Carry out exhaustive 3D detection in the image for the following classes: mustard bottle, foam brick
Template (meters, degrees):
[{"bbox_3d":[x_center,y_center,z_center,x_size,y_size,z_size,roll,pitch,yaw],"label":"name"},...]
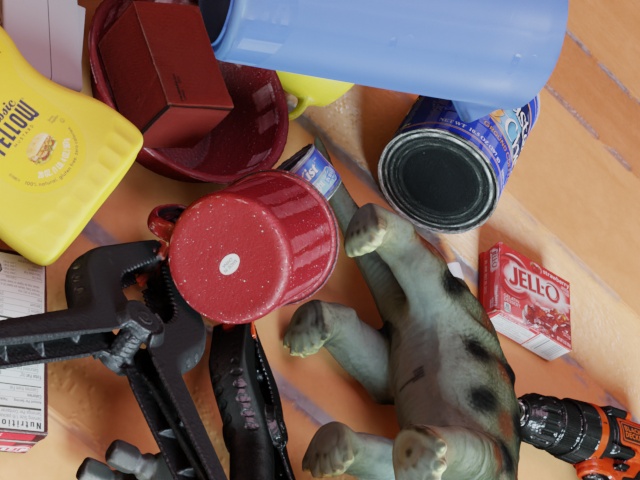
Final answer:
[{"bbox_3d":[-0.202,-0.078,0.598,0.191,0.058,0.096,37,73,-8],"label":"mustard bottle"},{"bbox_3d":[-0.099,-0.105,0.678,0.052,0.051,0.078,-3,67,-42],"label":"foam brick"}]

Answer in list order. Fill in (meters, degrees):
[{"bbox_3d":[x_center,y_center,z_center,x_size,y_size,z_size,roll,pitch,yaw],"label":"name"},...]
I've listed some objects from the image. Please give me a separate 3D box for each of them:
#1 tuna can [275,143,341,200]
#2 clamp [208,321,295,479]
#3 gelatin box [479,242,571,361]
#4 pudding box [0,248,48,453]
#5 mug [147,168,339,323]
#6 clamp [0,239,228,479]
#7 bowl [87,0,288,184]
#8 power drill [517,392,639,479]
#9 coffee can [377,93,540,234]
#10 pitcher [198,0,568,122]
[{"bbox_3d":[-0.026,-0.028,0.752,0.033,0.086,0.086,48,43,-10],"label":"tuna can"},{"bbox_3d":[-0.041,0.121,0.648,0.120,0.039,0.171,68,3,-68],"label":"clamp"},{"bbox_3d":[0.177,0.052,0.921,0.089,0.030,0.073,29,48,-25],"label":"gelatin box"},{"bbox_3d":[-0.197,0.056,0.583,0.089,0.039,0.113,14,57,-36],"label":"pudding box"},{"bbox_3d":[-0.054,0.001,0.672,0.117,0.093,0.081,21,15,14],"label":"mug"},{"bbox_3d":[-0.102,0.064,0.606,0.164,0.036,0.210,40,20,-10],"label":"clamp"},{"bbox_3d":[-0.102,-0.100,0.753,0.161,0.055,0.162,22,52,-30],"label":"bowl"},{"bbox_3d":[0.226,0.217,0.839,0.184,0.057,0.187,20,53,-32],"label":"power drill"},{"bbox_3d":[0.120,-0.087,0.906,0.102,0.103,0.140,44,44,-11],"label":"coffee can"},{"bbox_3d":[0.045,-0.179,0.754,0.242,0.145,0.149,3,78,-22],"label":"pitcher"}]
